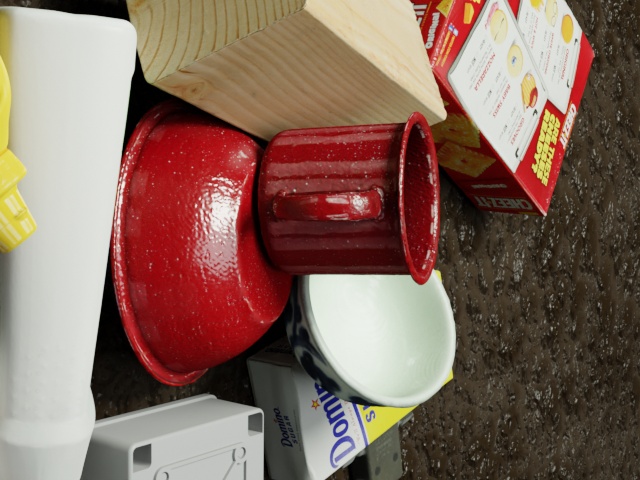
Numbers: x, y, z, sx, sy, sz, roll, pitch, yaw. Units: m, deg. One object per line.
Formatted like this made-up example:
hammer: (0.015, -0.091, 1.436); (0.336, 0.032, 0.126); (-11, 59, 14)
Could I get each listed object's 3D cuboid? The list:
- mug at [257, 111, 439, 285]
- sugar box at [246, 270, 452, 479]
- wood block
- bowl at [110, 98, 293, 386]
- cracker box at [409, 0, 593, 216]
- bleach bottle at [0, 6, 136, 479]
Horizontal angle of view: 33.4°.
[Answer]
mug: (0.013, -0.020, 0.573); (0.117, 0.082, 0.093); (-24, 112, -70)
sugar box: (0.027, 0.091, 0.755); (0.175, 0.048, 0.093); (-31, 117, -47)
wood block: (-0.013, -0.115, 0.591); (0.205, 0.091, 0.090); (19, 53, -64)
bowl: (-0.054, 0.001, 0.594); (0.162, 0.055, 0.162); (-1, 90, -72)
cracker box: (0.130, -0.141, 0.840); (0.213, 0.072, 0.164); (42, 62, -46)
bleach bottle: (-0.135, 0.018, 0.515); (0.068, 0.103, 0.251); (3, 99, -22)
